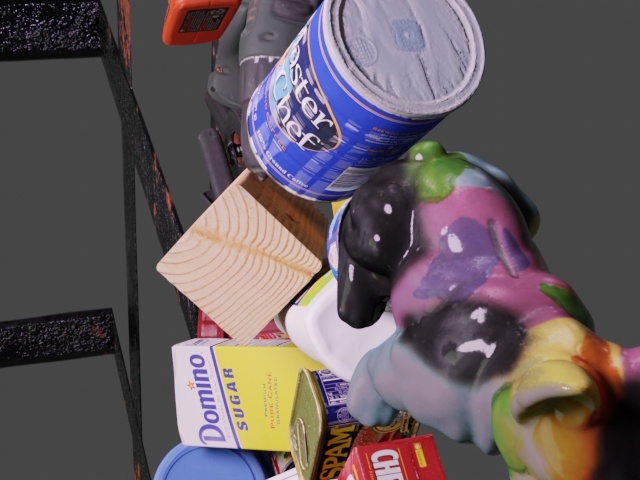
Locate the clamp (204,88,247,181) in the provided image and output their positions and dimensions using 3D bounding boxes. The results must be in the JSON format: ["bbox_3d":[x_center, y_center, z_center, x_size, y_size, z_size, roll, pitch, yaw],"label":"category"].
[{"bbox_3d":[-0.089,-0.093,1.213,0.210,0.036,0.164,-160,59,-72],"label":"clamp"}]

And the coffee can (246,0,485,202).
[{"bbox_3d":[0.024,-0.096,0.670,0.140,0.102,0.103,140,123,-60],"label":"coffee can"}]

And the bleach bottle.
[{"bbox_3d":[0.007,0.053,0.826,0.068,0.102,0.251,51,166,-7],"label":"bleach bottle"}]

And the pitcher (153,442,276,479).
[{"bbox_3d":[-0.095,0.248,1.082,0.149,0.145,0.243,53,173,13],"label":"pitcher"}]

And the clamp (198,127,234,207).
[{"bbox_3d":[-0.101,-0.040,1.178,0.120,0.039,0.171,82,163,-47],"label":"clamp"}]

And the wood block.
[{"bbox_3d":[-0.055,0.000,0.875,0.091,0.090,0.206,43,-172,-5],"label":"wood block"}]

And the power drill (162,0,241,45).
[{"bbox_3d":[-0.121,-0.266,0.906,0.185,0.057,0.187,150,109,-73],"label":"power drill"}]

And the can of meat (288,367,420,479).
[{"bbox_3d":[0.026,0.138,0.815,0.102,0.083,0.057,100,157,-43],"label":"can of meat"}]

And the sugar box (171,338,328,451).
[{"bbox_3d":[-0.042,0.132,0.919,0.048,0.176,0.093,-13,-82,-66],"label":"sugar box"}]
